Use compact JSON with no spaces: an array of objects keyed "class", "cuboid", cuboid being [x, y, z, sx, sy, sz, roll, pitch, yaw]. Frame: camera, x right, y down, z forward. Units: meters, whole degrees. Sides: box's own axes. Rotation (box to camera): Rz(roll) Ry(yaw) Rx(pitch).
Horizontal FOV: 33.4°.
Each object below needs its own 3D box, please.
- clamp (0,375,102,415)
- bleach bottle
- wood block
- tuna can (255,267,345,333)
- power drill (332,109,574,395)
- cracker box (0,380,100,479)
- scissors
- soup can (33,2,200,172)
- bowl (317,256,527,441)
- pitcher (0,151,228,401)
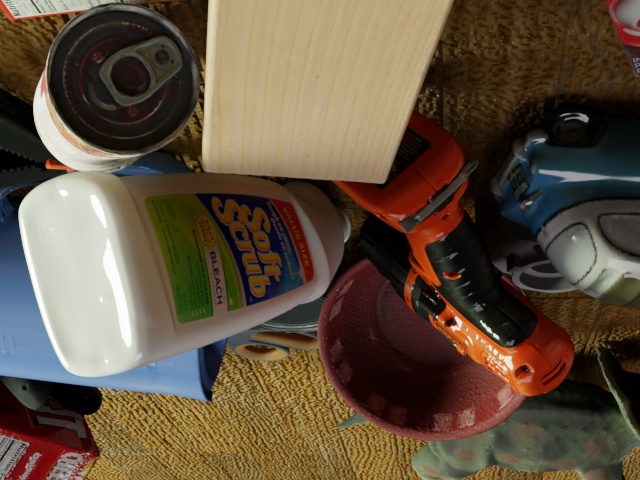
[{"class":"clamp","cuboid":[-0.246,0.078,0.802,0.171,0.039,0.120,33,169,5]},{"class":"bleach bottle","cuboid":[-0.054,0.001,0.612,0.068,0.102,0.250,-13,-178,30]},{"class":"wood block","cuboid":[0.001,-0.112,0.429,0.090,0.090,0.206,4,154,-6]},{"class":"tuna can","cuboid":[-0.024,0.041,0.818,0.086,0.034,0.086,1,155,0]},{"class":"power drill","cuboid":[0.056,-0.007,0.620,0.185,0.057,0.187,39,171,45]},{"class":"cracker box","cuboid":[-0.293,0.114,0.830,0.213,0.164,0.072,28,103,-38]},{"class":"scissors","cuboid":[-0.096,0.077,0.920,0.201,0.016,0.096,10,154,-16]},{"class":"soup can","cuboid":[-0.102,-0.069,0.516,0.068,0.068,0.102,10,175,-18]},{"class":"bowl","cuboid":[0.082,0.066,0.786,0.162,0.055,0.162,5,115,11]},{"class":"pitcher","cuboid":[-0.180,0.024,0.704,0.243,0.149,0.145,3,170,4]}]
